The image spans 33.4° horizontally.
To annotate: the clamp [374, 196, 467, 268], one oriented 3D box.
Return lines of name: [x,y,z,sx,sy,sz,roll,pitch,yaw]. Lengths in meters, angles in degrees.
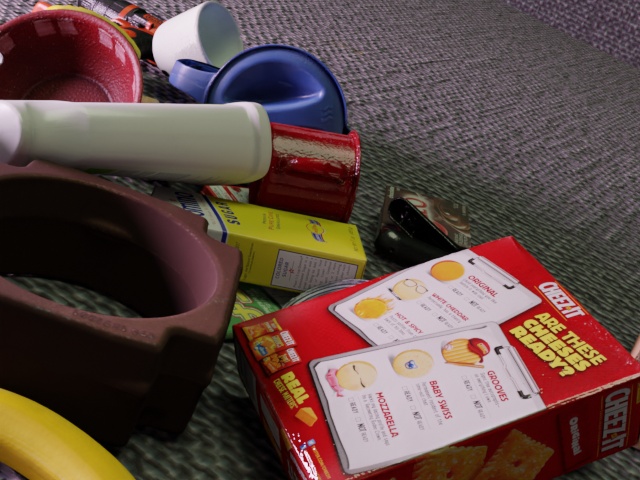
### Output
clamp: [0.119,0.027,0.959,0.171,0.039,0.120,35,26,7]

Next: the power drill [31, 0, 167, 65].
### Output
power drill: [-0.253,-0.245,1.247,0.184,0.057,0.187,30,24,18]

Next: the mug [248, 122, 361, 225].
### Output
mug: [-0.013,-0.057,0.923,0.081,0.093,0.117,9,-1,-12]

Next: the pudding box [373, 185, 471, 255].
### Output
pudding box: [0.103,-0.011,1.075,0.090,0.039,0.113,15,22,-1]

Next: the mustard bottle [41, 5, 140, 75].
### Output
mustard bottle: [-0.254,-0.189,1.068,0.096,0.058,0.192,25,-7,-28]

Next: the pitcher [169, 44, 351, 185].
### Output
pitcher: [-0.054,-0.142,1.082,0.145,0.149,0.243,-23,13,3]

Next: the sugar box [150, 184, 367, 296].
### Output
sugar box: [-0.056,0.001,0.865,0.176,0.048,0.093,14,17,-9]

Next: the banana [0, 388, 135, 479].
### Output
banana: [-0.144,0.126,0.569,0.198,0.037,0.069,36,26,29]

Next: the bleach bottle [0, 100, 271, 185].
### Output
bleach bottle: [-0.163,-0.078,0.826,0.250,0.068,0.103,-2,-2,-44]

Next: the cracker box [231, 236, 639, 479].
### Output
cracker box: [0.070,0.093,0.684,0.213,0.072,0.164,-17,37,-14]

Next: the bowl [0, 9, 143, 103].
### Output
bowl: [-0.231,-0.120,0.937,0.162,0.162,0.055,27,-17,11]
